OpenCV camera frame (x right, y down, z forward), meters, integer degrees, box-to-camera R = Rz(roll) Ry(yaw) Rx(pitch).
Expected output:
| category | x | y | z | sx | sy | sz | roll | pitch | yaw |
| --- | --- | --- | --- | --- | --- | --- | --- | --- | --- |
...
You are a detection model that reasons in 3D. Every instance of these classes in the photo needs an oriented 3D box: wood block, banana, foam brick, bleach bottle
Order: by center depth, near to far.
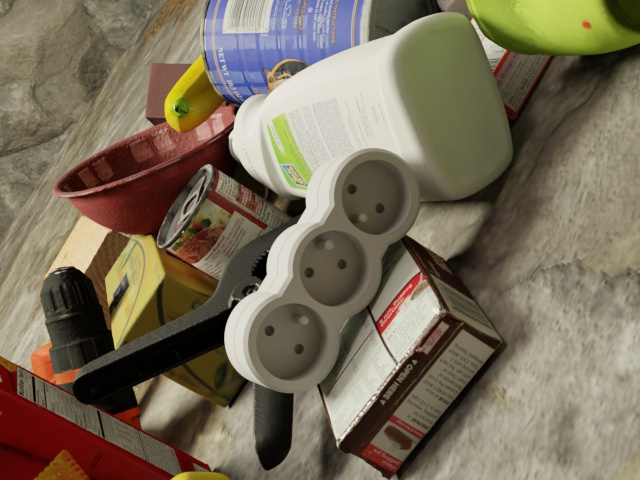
| category | x | y | z | sx | sy | sz | roll | pitch | yaw |
| --- | --- | --- | --- | --- | --- | --- | --- | --- | --- |
| bleach bottle | 0.008 | -0.074 | 0.676 | 0.068 | 0.102 | 0.251 | -31 | 17 | -27 |
| banana | -0.071 | -0.141 | 0.842 | 0.070 | 0.037 | 0.197 | -22 | 28 | 47 |
| foam brick | -0.107 | -0.123 | 0.939 | 0.051 | 0.078 | 0.053 | 42 | -127 | -69 |
| wood block | -0.221 | 0.038 | 1.120 | 0.091 | 0.090 | 0.206 | -60 | 20 | -5 |

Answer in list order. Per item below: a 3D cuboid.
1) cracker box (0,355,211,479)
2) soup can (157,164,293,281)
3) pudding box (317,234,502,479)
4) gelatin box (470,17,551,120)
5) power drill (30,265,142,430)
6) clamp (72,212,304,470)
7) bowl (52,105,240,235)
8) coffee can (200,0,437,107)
| category | x | y | z | sx | sy | sz | roll | pitch | yaw |
| --- | --- | --- | --- | --- | --- | --- | --- | --- | --- |
| cracker box | -0.192 | 0.173 | 0.656 | 0.164 | 0.213 | 0.072 | -57 | 21 | 1 |
| soup can | -0.055 | 0.001 | 0.759 | 0.069 | 0.102 | 0.068 | -48 | 22 | 26 |
| pudding box | 0.038 | 0.055 | 0.553 | 0.090 | 0.039 | 0.113 | -54 | 17 | 12 |
| gelatin box | 0.111 | -0.115 | 0.649 | 0.089 | 0.030 | 0.073 | -60 | 21 | -6 |
| power drill | -0.191 | 0.115 | 0.851 | 0.188 | 0.057 | 0.184 | 165 | 91 | -70 |
| clamp | -0.048 | 0.047 | 0.674 | 0.165 | 0.036 | 0.209 | 6 | 43 | 31 |
| bowl | -0.125 | -0.049 | 0.841 | 0.162 | 0.055 | 0.162 | -20 | 19 | 7 |
| coffee can | 0.000 | -0.145 | 0.764 | 0.141 | 0.102 | 0.102 | 6 | 60 | 32 |
